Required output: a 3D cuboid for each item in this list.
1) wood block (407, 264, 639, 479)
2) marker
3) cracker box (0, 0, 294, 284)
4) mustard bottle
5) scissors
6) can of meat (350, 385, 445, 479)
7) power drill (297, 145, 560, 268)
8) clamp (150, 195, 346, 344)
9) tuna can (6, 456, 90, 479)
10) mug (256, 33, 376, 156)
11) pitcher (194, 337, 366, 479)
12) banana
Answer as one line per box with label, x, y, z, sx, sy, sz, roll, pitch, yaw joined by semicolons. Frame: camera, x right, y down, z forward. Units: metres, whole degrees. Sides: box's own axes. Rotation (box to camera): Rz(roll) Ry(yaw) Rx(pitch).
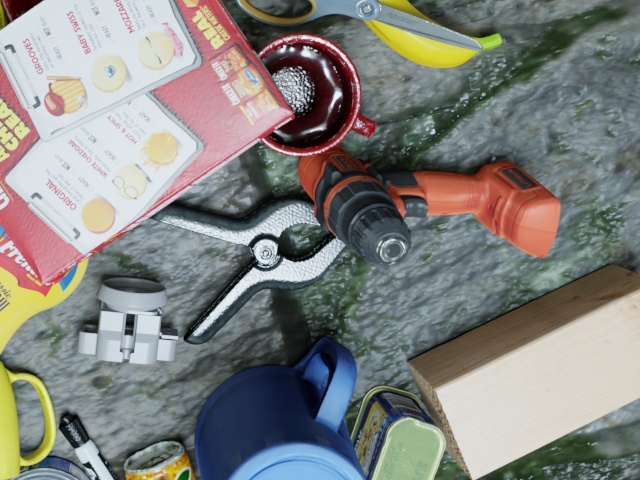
wood block;0.192;0.108;0.915;0.206;0.090;0.091;-25;103;-6
marker;-0.184;0.197;0.899;0.020;0.020;0.121;-29;103;-4
cracker box;-0.150;-0.097;0.762;0.214;0.072;0.164;-34;92;3
mustard bottle;-0.235;0.016;0.818;0.191;0.058;0.096;-45;116;-28
scissors;0.030;-0.202;0.833;0.202;0.016;0.096;6;118;10
can of meat;0.060;0.185;0.907;0.057;0.084;0.102;18;95;-12
power drill;0.088;-0.026;0.836;0.187;0.184;0.057;4;114;-20
clamp;-0.056;0.001;0.881;0.171;0.039;0.120;-25;107;-8
tuna can;-0.230;0.225;0.888;0.086;0.034;0.086;-2;100;-10
mug;-0.010;-0.111;0.847;0.117;0.081;0.093;21;95;-12
pitcher;-0.024;0.169;0.809;0.145;0.243;0.149;-14;94;-6
banana;0.057;-0.203;0.869;0.197;0.037;0.069;41;76;-14
